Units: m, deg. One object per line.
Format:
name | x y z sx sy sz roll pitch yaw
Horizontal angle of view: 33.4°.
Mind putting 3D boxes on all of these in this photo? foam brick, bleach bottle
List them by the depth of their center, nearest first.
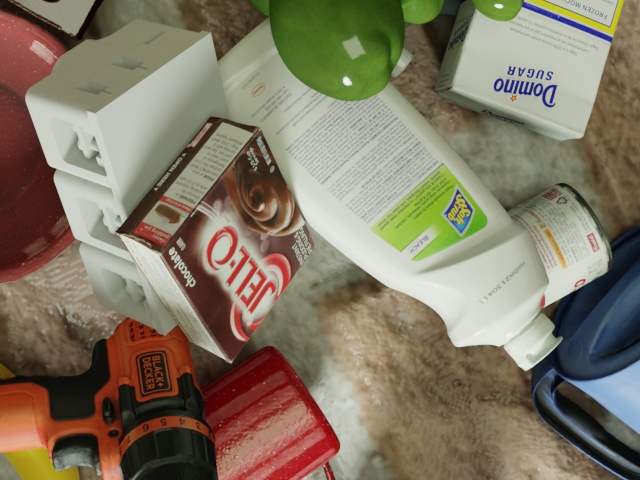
foam brick | -0.146 -0.164 0.626 0.053 0.051 0.078 28 92 -12
bleach bottle | 0.039 -0.021 0.630 0.102 0.068 0.251 -42 83 -2

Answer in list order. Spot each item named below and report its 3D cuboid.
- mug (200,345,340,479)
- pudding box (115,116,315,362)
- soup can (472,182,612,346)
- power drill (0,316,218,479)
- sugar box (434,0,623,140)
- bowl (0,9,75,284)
mug | -0.035 0.129 0.664 0.081 0.093 0.117 -34 85 -8
pudding box | -0.054 0.001 0.591 0.090 0.039 0.113 -55 144 -23
soup can | 0.126 0.014 0.686 0.102 0.068 0.068 -28 101 -5
power drill | -0.150 0.119 0.574 0.187 0.184 0.057 -8 126 -10
sugar box | 0.141 -0.160 0.663 0.093 0.048 0.176 19 90 -12
bowl | -0.207 -0.055 0.624 0.162 0.055 0.162 -2 98 -17
